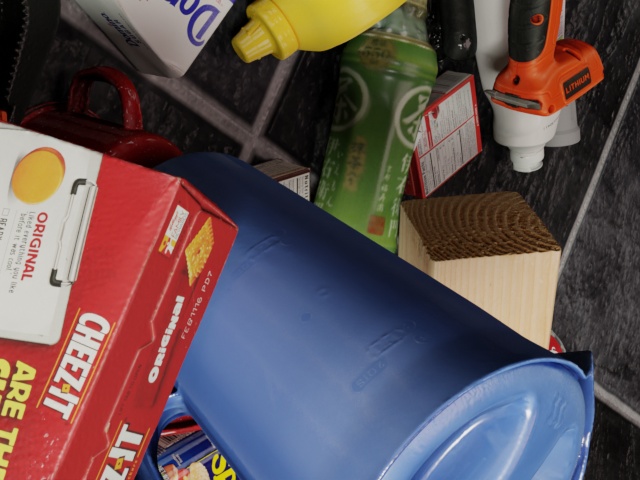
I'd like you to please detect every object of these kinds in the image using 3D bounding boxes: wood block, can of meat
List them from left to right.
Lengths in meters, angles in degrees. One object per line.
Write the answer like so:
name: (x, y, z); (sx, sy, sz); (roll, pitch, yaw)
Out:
can of meat: (-0.097, 0.172, 0.718); (0.083, 0.058, 0.102); (-25, 122, -41)
wood block: (0.107, 0.078, 0.777); (0.090, 0.090, 0.206); (-6, 120, -9)

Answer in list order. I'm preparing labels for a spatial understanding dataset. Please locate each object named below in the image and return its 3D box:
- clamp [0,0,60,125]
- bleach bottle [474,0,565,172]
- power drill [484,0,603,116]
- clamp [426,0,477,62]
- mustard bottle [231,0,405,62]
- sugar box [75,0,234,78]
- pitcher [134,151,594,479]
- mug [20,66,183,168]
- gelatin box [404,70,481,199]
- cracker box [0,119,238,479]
clamp: (-0.166, -0.154, 0.531); (0.164, 0.036, 0.210); (-29, 126, -40)
bleach bottle: (0.167, -0.170, 0.906); (0.102, 0.068, 0.251); (-36, 131, -36)
power drill: (0.185, -0.203, 0.817); (0.184, 0.057, 0.188); (-32, 130, -36)
clamp: (0.097, -0.209, 0.784); (0.039, 0.120, 0.171); (-4, 108, -8)
mustard bottle: (0.023, -0.176, 0.695); (0.191, 0.096, 0.058); (-37, 132, -10)
sugar box: (-0.071, -0.191, 0.626); (0.176, 0.048, 0.093); (-61, 140, -17)
pitcher: (-0.014, 0.057, 0.484); (0.149, 0.243, 0.145); (10, 109, -43)
mug: (-0.122, -0.037, 0.591); (0.093, 0.082, 0.117); (-2, 104, -50)
gelatin box: (0.093, -0.087, 0.872); (0.089, 0.030, 0.073); (-38, 131, -33)
cracker box: (-0.163, 0.029, 0.459); (0.164, 0.214, 0.072); (-68, 156, -8)
